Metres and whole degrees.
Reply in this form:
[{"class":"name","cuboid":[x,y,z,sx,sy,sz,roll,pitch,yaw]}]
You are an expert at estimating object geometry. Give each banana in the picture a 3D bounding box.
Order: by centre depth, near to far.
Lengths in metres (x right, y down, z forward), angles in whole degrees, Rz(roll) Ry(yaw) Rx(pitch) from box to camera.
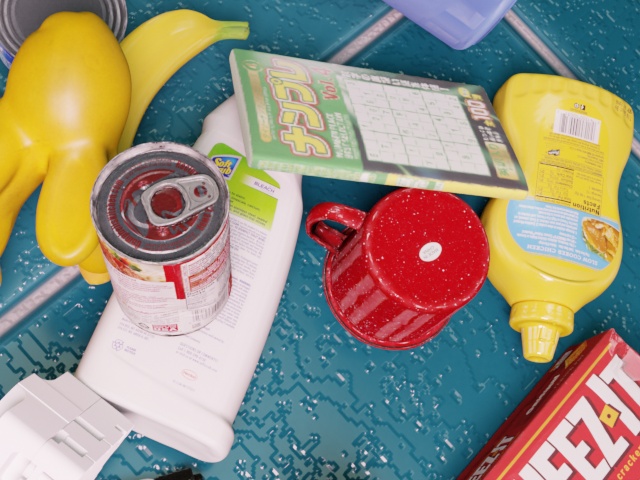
[{"class":"banana","cuboid":[-0.118,-0.072,0.667,0.069,0.037,0.197,28,80,0]}]

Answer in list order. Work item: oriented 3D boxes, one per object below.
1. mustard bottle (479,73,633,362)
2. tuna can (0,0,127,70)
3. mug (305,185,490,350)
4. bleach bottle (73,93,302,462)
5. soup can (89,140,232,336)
[{"class":"mustard bottle","cuboid":[0.155,-0.013,0.714,0.096,0.058,0.191,14,70,-11]},{"class":"tuna can","cuboid":[-0.169,-0.140,0.692,0.086,0.034,0.086,4,72,-12]},{"class":"mug","cuboid":[0.045,0.009,0.669,0.117,0.082,0.093,31,68,-2]},{"class":"bleach bottle","cuboid":[-0.054,0.001,0.659,0.102,0.068,0.250,25,67,-1]},{"class":"soup can","cuboid":[-0.081,0.003,0.562,0.068,0.102,0.068,1,64,-3]}]
